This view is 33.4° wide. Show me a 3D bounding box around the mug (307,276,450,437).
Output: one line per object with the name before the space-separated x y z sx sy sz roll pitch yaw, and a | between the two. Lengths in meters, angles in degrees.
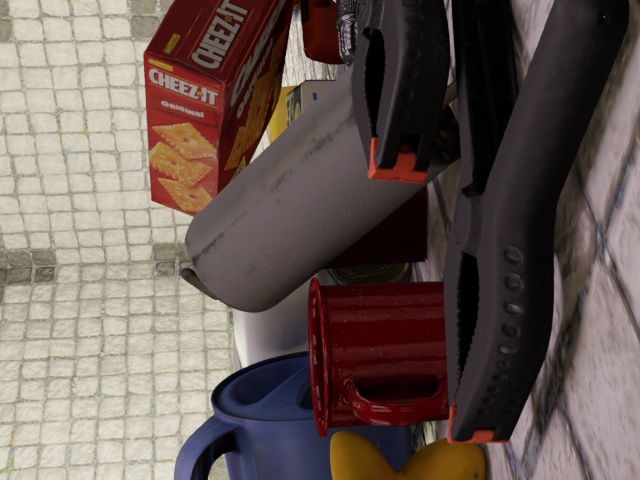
mug | 0.039 0.070 0.611 0.117 0.081 0.093 -108 16 -69

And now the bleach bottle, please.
bleach bottle | -0.042 0.064 0.842 0.251 0.068 0.102 101 162 -59

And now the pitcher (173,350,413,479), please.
pitcher | -0.002 0.206 0.729 0.145 0.149 0.243 -58 -39 -75

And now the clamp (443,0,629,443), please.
clamp | 0.074 -0.017 0.448 0.164 0.036 0.210 -103 16 -67

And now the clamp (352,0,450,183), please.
clamp | 0.039 -0.116 0.493 0.120 0.039 0.171 120 147 -70

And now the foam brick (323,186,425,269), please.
foam brick | 0.027 -0.013 0.705 0.051 0.078 0.053 -121 28 -75

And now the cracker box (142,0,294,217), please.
cracker box | -0.076 -0.134 0.852 0.214 0.072 0.164 107 -175 -63

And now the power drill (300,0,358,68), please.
power drill | 0.023 -0.190 0.780 0.188 0.057 0.184 139 132 -79
